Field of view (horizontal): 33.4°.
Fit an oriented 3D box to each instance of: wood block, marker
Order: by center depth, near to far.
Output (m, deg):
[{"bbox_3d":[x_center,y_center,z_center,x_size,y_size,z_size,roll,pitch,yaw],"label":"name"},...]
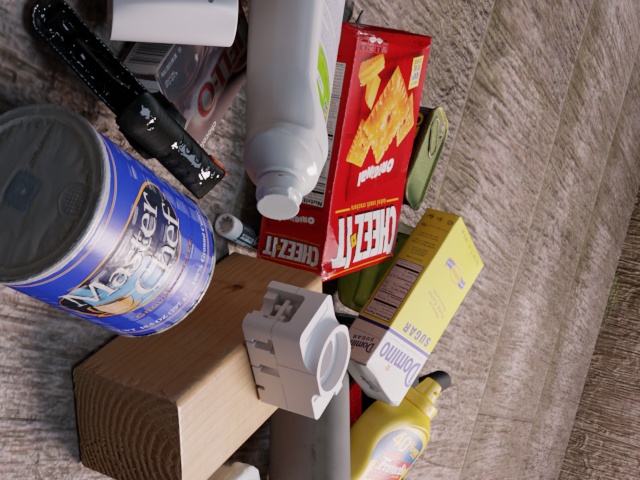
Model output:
[{"bbox_3d":[-0.086,0.097,0.819,0.205,0.091,0.090,-39,137,-52],"label":"wood block"},{"bbox_3d":[-0.056,0.001,0.915,0.121,0.020,0.020,34,73,-64],"label":"marker"}]

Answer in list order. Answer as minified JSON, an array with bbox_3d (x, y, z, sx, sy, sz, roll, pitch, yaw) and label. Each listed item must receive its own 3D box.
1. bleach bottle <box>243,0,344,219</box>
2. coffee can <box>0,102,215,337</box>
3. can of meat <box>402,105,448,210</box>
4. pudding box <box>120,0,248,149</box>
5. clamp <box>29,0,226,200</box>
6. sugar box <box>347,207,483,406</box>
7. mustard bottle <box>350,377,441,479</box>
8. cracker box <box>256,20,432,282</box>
[{"bbox_3d":[-0.021,-0.131,0.758,0.102,0.068,0.250,69,21,-54],"label":"bleach bottle"},{"bbox_3d":[-0.137,-0.007,0.634,0.140,0.103,0.103,41,66,-64],"label":"coffee can"},{"bbox_3d":[0.069,-0.089,1.054,0.102,0.084,0.057,-68,155,-15],"label":"can of meat"},{"bbox_3d":[-0.090,-0.125,0.746,0.113,0.039,0.090,-61,152,-29],"label":"pudding box"},{"bbox_3d":[-0.111,-0.079,0.654,0.039,0.120,0.171,-37,157,-1],"label":"clamp"},{"bbox_3d":[0.089,0.064,1.031,0.176,0.048,0.093,-59,143,-19],"label":"sugar box"},{"bbox_3d":[0.054,0.214,1.060,0.191,0.058,0.096,-49,138,-10],"label":"mustard bottle"},{"bbox_3d":[0.025,-0.081,0.934,0.164,0.072,0.214,-14,115,-62],"label":"cracker box"}]
